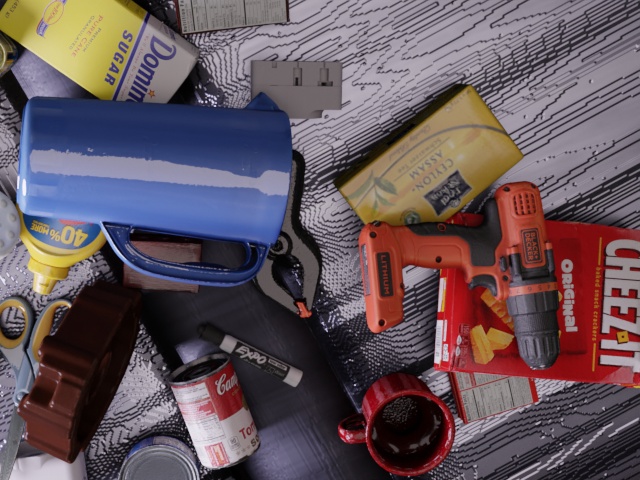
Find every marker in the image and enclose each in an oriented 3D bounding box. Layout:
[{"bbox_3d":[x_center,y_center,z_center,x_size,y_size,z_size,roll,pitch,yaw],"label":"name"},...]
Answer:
[{"bbox_3d":[-0.076,0.120,1.129,0.121,0.020,0.020,28,97,-9],"label":"marker"}]

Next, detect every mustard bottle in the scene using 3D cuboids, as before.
[{"bbox_3d":[-0.252,-0.038,1.065,0.096,0.058,0.192,17,99,-8],"label":"mustard bottle"}]

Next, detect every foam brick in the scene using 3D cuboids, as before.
[{"bbox_3d":[-0.160,0.022,1.087,0.078,0.053,0.051,3,100,-7],"label":"foam brick"}]

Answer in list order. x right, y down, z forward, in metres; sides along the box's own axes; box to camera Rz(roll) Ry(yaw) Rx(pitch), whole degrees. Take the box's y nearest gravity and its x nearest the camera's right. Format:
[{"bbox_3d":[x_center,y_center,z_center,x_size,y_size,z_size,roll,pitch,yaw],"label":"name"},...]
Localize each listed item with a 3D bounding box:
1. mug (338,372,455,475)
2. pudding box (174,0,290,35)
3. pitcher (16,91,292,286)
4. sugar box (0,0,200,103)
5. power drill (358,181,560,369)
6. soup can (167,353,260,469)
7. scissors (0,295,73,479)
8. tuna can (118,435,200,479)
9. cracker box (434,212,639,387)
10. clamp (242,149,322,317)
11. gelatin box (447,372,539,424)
[{"bbox_3d":[0.077,0.191,1.125,0.117,0.081,0.093,-12,101,-3],"label":"mug"},{"bbox_3d":[-0.087,-0.250,1.029,0.113,0.039,0.090,-6,135,-5],"label":"pudding box"},{"bbox_3d":[-0.152,-0.057,0.985,0.242,0.149,0.145,5,127,-14],"label":"pitcher"},{"bbox_3d":[-0.213,-0.195,1.029,0.176,0.048,0.093,35,108,-15],"label":"sugar box"},{"bbox_3d":[0.136,0.041,1.031,0.187,0.057,0.184,-6,83,-8],"label":"power drill"},{"bbox_3d":[-0.110,0.178,1.112,0.068,0.068,0.102,-20,102,-2],"label":"soup can"},{"bbox_3d":[-0.317,0.144,1.088,0.096,0.016,0.201,26,80,0],"label":"scissors"},{"bbox_3d":[-0.171,0.253,1.137,0.086,0.034,0.086,-1,100,-5],"label":"tuna can"},{"bbox_3d":[0.232,0.062,1.104,0.213,0.072,0.164,5,85,-5],"label":"cracker box"},{"bbox_3d":[-0.057,0.001,1.101,0.120,0.039,0.171,-13,94,4],"label":"clamp"},{"bbox_3d":[0.184,0.149,1.153,0.089,0.030,0.073,-16,101,-6],"label":"gelatin box"}]
